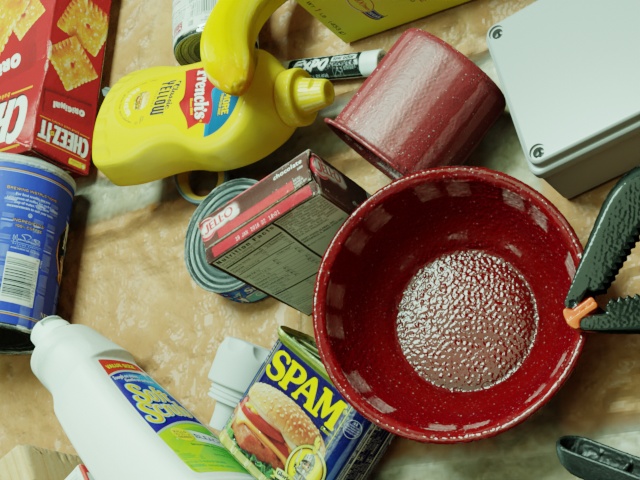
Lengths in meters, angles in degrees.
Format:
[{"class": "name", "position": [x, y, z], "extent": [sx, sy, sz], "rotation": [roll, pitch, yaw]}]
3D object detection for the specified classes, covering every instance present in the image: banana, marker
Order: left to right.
[{"class": "banana", "position": [-0.047, -0.160, 0.761], "extent": [0.070, 0.037, 0.197], "rotation": [-8, 36, 31]}, {"class": "marker", "position": [-0.004, -0.127, 0.791], "extent": [0.121, 0.020, 0.020], "rotation": [1, 72, 36]}]

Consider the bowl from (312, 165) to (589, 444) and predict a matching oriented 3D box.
[{"class": "bowl", "position": [0.079, 0.041, 0.625], "extent": [0.162, 0.055, 0.162], "rotation": [-6, 72, 18]}]

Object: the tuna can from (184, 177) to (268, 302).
[{"class": "tuna can", "position": [-0.055, 0.001, 0.766], "extent": [0.086, 0.033, 0.086], "rotation": [-14, 64, 31]}]

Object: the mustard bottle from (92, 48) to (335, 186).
[{"class": "mustard bottle", "position": [-0.075, -0.094, 0.783], "extent": [0.192, 0.058, 0.096], "rotation": [-5, 53, 31]}]

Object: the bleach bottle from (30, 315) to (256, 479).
[{"class": "bleach bottle", "position": [-0.134, 0.125, 0.728], "extent": [0.251, 0.102, 0.068], "rotation": [36, 99, 39]}]

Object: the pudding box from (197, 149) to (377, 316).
[{"class": "pudding box", "position": [-0.008, -0.001, 0.682], "extent": [0.090, 0.113, 0.039], "rotation": [-31, 52, 22]}]

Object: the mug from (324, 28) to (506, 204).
[{"class": "mug", "position": [0.061, -0.081, 0.690], "extent": [0.081, 0.093, 0.117], "rotation": [-52, 14, 1]}]

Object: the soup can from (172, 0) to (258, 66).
[{"class": "soup can", "position": [-0.083, -0.190, 0.842], "extent": [0.069, 0.068, 0.102], "rotation": [-18, 62, 30]}]

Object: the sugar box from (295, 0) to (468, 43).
[{"class": "sugar box", "position": [0.068, -0.193, 0.718], "extent": [0.177, 0.093, 0.048], "rotation": [-11, 66, 33]}]

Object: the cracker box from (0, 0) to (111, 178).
[{"class": "cracker box", "position": [-0.272, -0.152, 0.957], "extent": [0.164, 0.072, 0.213], "rotation": [-11, 65, 37]}]

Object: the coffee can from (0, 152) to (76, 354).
[{"class": "coffee can", "position": [-0.259, 0.012, 0.866], "extent": [0.103, 0.102, 0.140], "rotation": [-9, 67, 33]}]

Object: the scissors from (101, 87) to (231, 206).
[{"class": "scissors", "position": [-0.124, -0.078, 0.859], "extent": [0.202, 0.016, 0.096], "rotation": [8, 74, 38]}]

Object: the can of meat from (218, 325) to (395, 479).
[{"class": "can of meat", "position": [-0.006, 0.116, 0.670], "extent": [0.102, 0.057, 0.084], "rotation": [35, 96, 39]}]
